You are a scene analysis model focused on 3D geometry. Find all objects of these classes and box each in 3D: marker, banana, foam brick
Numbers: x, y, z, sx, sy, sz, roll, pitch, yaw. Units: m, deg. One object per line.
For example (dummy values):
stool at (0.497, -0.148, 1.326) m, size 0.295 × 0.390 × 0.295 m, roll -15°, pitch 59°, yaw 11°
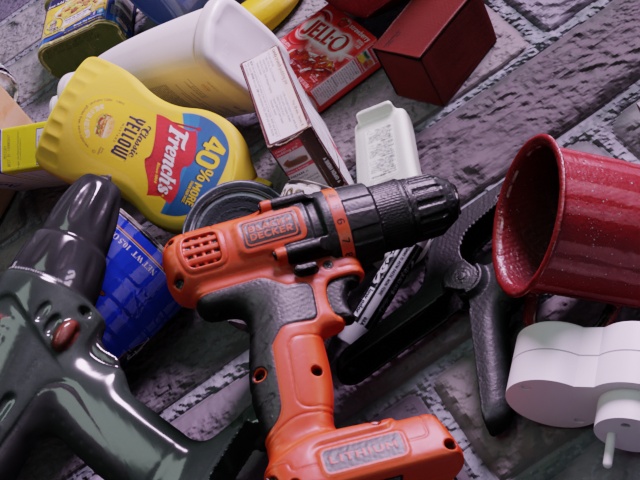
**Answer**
marker at (0.050, 0.017, 0.697) m, size 0.020 × 0.020 × 0.121 m, roll 30°, pitch 87°, yaw 46°
banana at (-0.101, -0.189, 0.992) m, size 0.198 × 0.037 × 0.069 m, roll -22°, pitch 44°, yaw 15°
foam brick at (0.089, -0.152, 0.822) m, size 0.053 × 0.051 × 0.078 m, roll 22°, pitch 67°, yaw 45°

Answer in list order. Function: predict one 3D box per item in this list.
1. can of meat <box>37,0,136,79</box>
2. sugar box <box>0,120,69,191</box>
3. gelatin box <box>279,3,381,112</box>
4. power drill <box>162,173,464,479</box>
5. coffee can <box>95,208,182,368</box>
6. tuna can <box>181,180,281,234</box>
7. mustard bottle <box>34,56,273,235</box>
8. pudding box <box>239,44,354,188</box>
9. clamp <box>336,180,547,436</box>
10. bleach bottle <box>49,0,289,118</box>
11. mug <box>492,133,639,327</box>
can of meat at (-0.238, -0.219, 1.096) m, size 0.102 × 0.057 × 0.084 m, roll -19°, pitch 47°, yaw 19°
sugar box at (-0.227, -0.076, 0.928) m, size 0.176 × 0.093 × 0.048 m, roll -2°, pitch 85°, yaw 30°
gelatin box at (0.004, -0.156, 0.898) m, size 0.073 × 0.030 × 0.089 m, roll -37°, pitch 42°, yaw -1°
power drill at (0.016, 0.054, 0.609) m, size 0.184 × 0.057 × 0.188 m, roll -16°, pitch 59°, yaw -5°
coffee can at (-0.173, 0.052, 0.773) m, size 0.140 × 0.102 × 0.103 m, roll -47°, pitch 43°, yaw -12°
tuna can at (-0.055, 0.001, 0.755) m, size 0.086 × 0.034 × 0.086 m, roll 0°, pitch 83°, yaw 0°
mustard bottle at (-0.111, -0.058, 0.810) m, size 0.191 × 0.058 × 0.096 m, roll 26°, pitch 82°, yaw 4°
pudding box at (-0.017, -0.079, 0.797) m, size 0.039 × 0.090 × 0.113 m, roll -30°, pitch 43°, yaw 6°
clamp at (0.083, 0.035, 0.666) m, size 0.120 × 0.039 × 0.171 m, roll 8°, pitch 58°, yaw 27°
bleach bottle at (-0.151, -0.136, 0.918) m, size 0.251 × 0.102 × 0.068 m, roll -6°, pitch 63°, yaw 38°
mug at (0.150, 0.005, 0.605) m, size 0.093 × 0.081 × 0.117 m, roll -150°, pitch 71°, yaw -77°
